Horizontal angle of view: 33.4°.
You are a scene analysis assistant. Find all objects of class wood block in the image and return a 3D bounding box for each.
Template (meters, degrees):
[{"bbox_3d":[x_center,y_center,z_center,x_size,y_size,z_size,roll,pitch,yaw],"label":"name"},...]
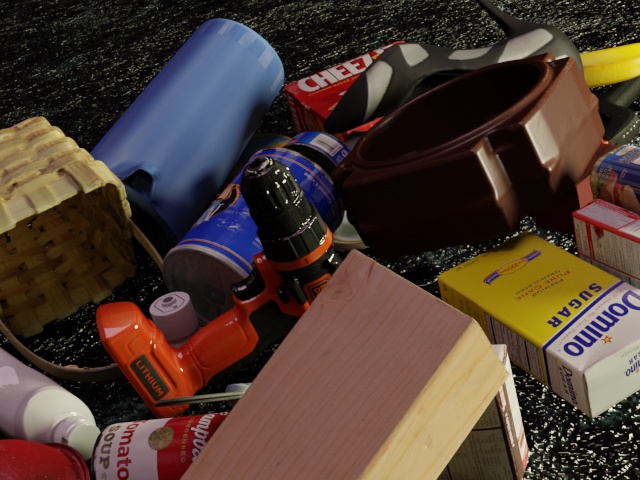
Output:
[{"bbox_3d":[0.003,0.123,0.598,0.091,0.090,0.206,31,79,33],"label":"wood block"}]

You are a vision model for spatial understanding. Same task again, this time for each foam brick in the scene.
[{"bbox_3d":[0.226,-0.047,0.933,0.053,0.051,0.078,15,42,44],"label":"foam brick"}]

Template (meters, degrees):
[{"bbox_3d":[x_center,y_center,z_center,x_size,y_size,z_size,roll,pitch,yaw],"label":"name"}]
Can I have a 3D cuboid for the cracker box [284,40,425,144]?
[{"bbox_3d":[0.070,-0.149,1.188,0.164,0.072,0.214,-22,27,-11],"label":"cracker box"}]

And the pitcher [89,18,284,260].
[{"bbox_3d":[-0.142,-0.106,1.101,0.149,0.145,0.242,11,57,37],"label":"pitcher"}]

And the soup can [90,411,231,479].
[{"bbox_3d":[-0.096,0.154,0.728,0.102,0.068,0.068,-8,29,17],"label":"soup can"}]

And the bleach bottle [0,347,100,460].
[{"bbox_3d":[-0.258,0.117,0.850,0.251,0.102,0.068,15,62,45],"label":"bleach bottle"}]

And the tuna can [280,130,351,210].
[{"bbox_3d":[-0.005,-0.059,1.003,0.086,0.086,0.033,2,31,33],"label":"tuna can"}]

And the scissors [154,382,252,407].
[{"bbox_3d":[-0.064,0.109,0.744,0.096,0.016,0.201,-14,-11,42],"label":"scissors"}]

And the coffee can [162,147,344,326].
[{"bbox_3d":[-0.056,0.001,0.927,0.103,0.103,0.140,5,43,36],"label":"coffee can"}]

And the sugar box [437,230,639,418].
[{"bbox_3d":[0.173,0.054,0.783,0.093,0.048,0.176,-27,28,-18],"label":"sugar box"}]

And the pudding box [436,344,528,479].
[{"bbox_3d":[0.070,0.113,0.685,0.114,0.090,0.039,-3,32,24],"label":"pudding box"}]

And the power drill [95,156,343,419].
[{"bbox_3d":[-0.071,0.044,0.812,0.187,0.184,0.057,-27,32,1],"label":"power drill"}]

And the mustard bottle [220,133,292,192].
[{"bbox_3d":[-0.059,-0.073,1.135,0.096,0.058,0.192,-33,31,-16],"label":"mustard bottle"}]
